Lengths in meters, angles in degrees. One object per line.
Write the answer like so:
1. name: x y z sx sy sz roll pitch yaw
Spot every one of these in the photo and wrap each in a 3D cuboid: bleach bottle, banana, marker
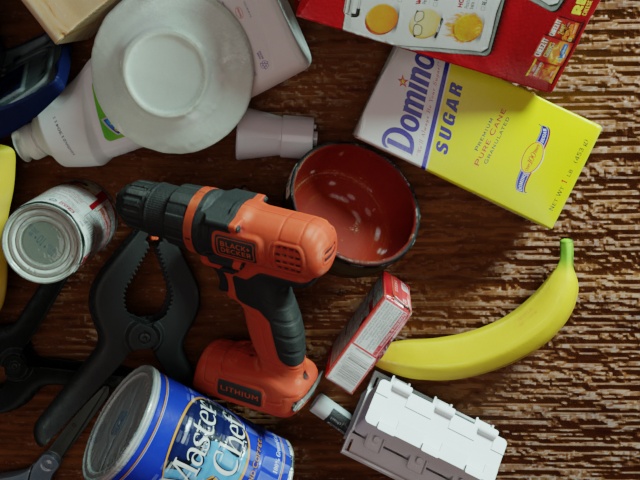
1. bleach bottle: -0.139 -0.133 0.862 0.251 0.068 0.102 -22 100 11
2. banana: 0.141 0.076 0.901 0.198 0.037 0.069 -31 80 9
3. marker: 0.044 0.176 0.938 0.121 0.020 0.020 36 103 -4

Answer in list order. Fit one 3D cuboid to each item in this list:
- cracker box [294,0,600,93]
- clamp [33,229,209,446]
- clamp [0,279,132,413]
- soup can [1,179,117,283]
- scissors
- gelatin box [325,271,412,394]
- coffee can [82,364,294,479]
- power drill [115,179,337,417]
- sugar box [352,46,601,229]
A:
1. cracker box: 0.104 -0.217 0.771 0.213 0.072 0.164 14 122 -17
2. clamp: -0.162 0.084 0.907 0.164 0.036 0.210 -3 101 -19
3. clamp: -0.254 0.110 0.939 0.171 0.039 0.120 -33 95 10
4. soup can: -0.212 -0.009 0.874 0.068 0.102 0.068 1 103 4
5. scissors: -0.236 0.217 0.964 0.202 0.016 0.096 -35 102 17
6. gelatin box: 0.041 0.076 0.888 0.030 0.073 0.089 34 102 -5
7. coffee can: -0.107 0.178 0.872 0.140 0.103 0.103 33 104 -23
8. power drill: -0.072 0.044 0.843 0.185 0.057 0.188 15 130 24
9. sugar box: 0.123 -0.088 0.855 0.176 0.048 0.093 24 96 -4
